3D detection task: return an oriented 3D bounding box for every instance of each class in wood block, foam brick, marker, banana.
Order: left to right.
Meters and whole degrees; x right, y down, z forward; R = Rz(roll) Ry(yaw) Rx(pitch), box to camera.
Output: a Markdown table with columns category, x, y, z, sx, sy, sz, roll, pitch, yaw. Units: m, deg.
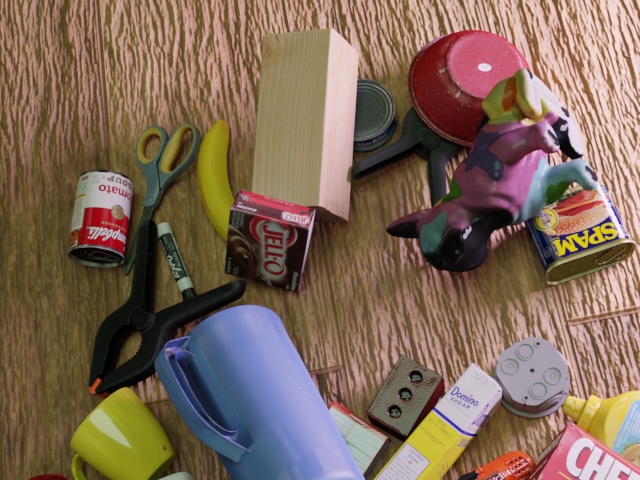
| category | x | y | z | sx | sy | sz | roll | pitch | yaw |
| --- | --- | --- | --- | --- | --- | --- | --- | --- | --- |
| marker | -0.169 | 0.033 | 1.268 | 0.020 | 0.020 | 0.121 | -25 | 65 | -1 |
| banana | -0.112 | -0.058 | 1.290 | 0.069 | 0.037 | 0.198 | -15 | 65 | -24 |
| wood block | -0.017 | -0.130 | 1.240 | 0.091 | 0.090 | 0.206 | -1 | 79 | 24 |
| foam brick | 0.092 | 0.171 | 1.143 | 0.053 | 0.051 | 0.078 | 27 | 74 | 19 |

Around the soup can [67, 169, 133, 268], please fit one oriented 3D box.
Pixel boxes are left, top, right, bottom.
| category | x | y | z | sx | sy | sz | roll | pitch | yaw |
| --- | --- | --- | --- | --- | --- | --- | --- | --- | --- |
| soup can | -0.263 | -0.026 | 1.283 | 0.068 | 0.068 | 0.102 | -1 | 67 | 10 |

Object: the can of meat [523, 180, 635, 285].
| category | x | y | z | sx | sy | sz | roll | pitch | yaw |
| --- | --- | --- | --- | --- | --- | --- | --- | --- | --- |
| can of meat | 0.284 | -0.009 | 1.183 | 0.102 | 0.057 | 0.084 | -19 | 63 | 2 |

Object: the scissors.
| category | x | y | z | sx | sy | sz | roll | pitch | yaw |
| --- | --- | --- | --- | --- | --- | --- | --- | --- | --- |
| scissors | -0.218 | -0.062 | 1.318 | 0.096 | 0.016 | 0.201 | 27 | 82 | 32 |

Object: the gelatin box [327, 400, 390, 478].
| category | x | y | z | sx | sy | sz | roll | pitch | yaw |
| --- | --- | --- | --- | --- | --- | --- | --- | --- | --- |
| gelatin box | 0.021 | 0.230 | 1.143 | 0.073 | 0.030 | 0.089 | 31 | 76 | 19 |

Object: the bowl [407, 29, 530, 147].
| category | x | y | z | sx | sy | sz | roll | pitch | yaw |
| --- | --- | --- | --- | --- | --- | --- | --- | --- | --- |
| bowl | 0.186 | -0.191 | 1.254 | 0.162 | 0.055 | 0.162 | 3 | 66 | -7 |

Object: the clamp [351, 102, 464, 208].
| category | x | y | z | sx | sy | sz | roll | pitch | yaw |
| --- | --- | --- | --- | --- | --- | --- | --- | --- | --- |
| clamp | 0.131 | -0.104 | 1.258 | 0.120 | 0.039 | 0.171 | 39 | 72 | 5 |

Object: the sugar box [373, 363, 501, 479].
| category | x | y | z | sx | sy | sz | roll | pitch | yaw |
| --- | --- | --- | --- | --- | --- | --- | --- | --- | --- |
| sugar box | 0.117 | 0.214 | 1.097 | 0.048 | 0.093 | 0.176 | 41 | 80 | 21 |

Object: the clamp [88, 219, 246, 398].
| category | x | y | z | sx | sy | sz | roll | pitch | yaw |
| --- | --- | --- | --- | --- | --- | --- | --- | --- | --- |
| clamp | -0.189 | 0.093 | 1.222 | 0.165 | 0.036 | 0.210 | 24 | 80 | 28 |

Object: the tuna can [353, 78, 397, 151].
| category | x | y | z | sx | sy | sz | roll | pitch | yaw |
| --- | --- | --- | --- | --- | --- | --- | --- | --- | --- |
| tuna can | 0.050 | -0.151 | 1.298 | 0.086 | 0.033 | 0.086 | -4 | 67 | 9 |

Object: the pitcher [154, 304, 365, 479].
| category | x | y | z | sx | sy | sz | roll | pitch | yaw |
| --- | --- | --- | --- | --- | --- | --- | --- | --- | --- |
| pitcher | -0.059 | 0.187 | 1.075 | 0.149 | 0.145 | 0.243 | -24 | 46 | -13 |

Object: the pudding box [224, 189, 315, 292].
| category | x | y | z | sx | sy | sz | roll | pitch | yaw |
| --- | --- | --- | --- | --- | --- | --- | --- | --- | --- |
| pudding box | -0.058 | 0.001 | 1.201 | 0.090 | 0.113 | 0.039 | 15 | 49 | 5 |
